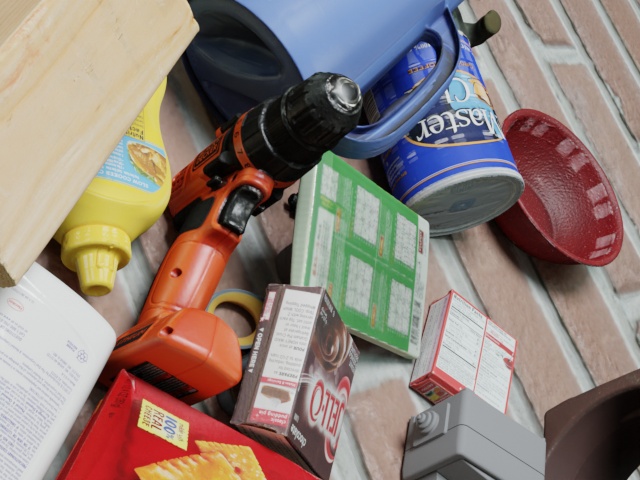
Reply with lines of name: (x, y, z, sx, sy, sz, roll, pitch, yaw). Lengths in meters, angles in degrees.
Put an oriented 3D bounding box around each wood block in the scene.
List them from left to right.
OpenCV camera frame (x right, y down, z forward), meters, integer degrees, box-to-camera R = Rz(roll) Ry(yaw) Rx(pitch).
wood block: (-0.158, -0.080, 0.554, 0.206, 0.091, 0.090, -64, 142, -39)

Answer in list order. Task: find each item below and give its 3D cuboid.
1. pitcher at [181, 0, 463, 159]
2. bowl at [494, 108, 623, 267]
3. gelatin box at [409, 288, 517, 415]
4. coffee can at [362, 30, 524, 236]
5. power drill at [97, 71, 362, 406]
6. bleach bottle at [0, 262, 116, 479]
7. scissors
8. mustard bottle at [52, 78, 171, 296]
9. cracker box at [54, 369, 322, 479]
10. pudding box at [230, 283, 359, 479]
pitcher: (0.028, -0.171, 0.785, 0.242, 0.145, 0.149, -41, 119, -28)
bowl: (0.202, -0.038, 0.973, 0.161, 0.055, 0.162, 23, 49, -30)
gelatin box: (0.111, 0.093, 0.817, 0.073, 0.030, 0.089, 37, 43, -16)
coffee can: (0.095, -0.088, 0.872, 0.102, 0.103, 0.140, 5, 59, -41)
power drill: (-0.054, 0.001, 0.625, 0.057, 0.185, 0.187, 34, 54, -19)
bleach bottle: (-0.191, 0.117, 0.495, 0.102, 0.068, 0.250, 40, 44, -16)
scissors: (-0.013, 0.053, 0.739, 0.096, 0.016, 0.201, 55, 41, 0)
mustard bottle: (-0.140, -0.054, 0.663, 0.096, 0.058, 0.191, 14, 53, -34)
cracker box: (-0.037, 0.171, 0.519, 0.213, 0.072, 0.164, 29, 20, -6)
pudding box: (-0.012, 0.087, 0.639, 0.113, 0.039, 0.090, 61, 39, -60)
